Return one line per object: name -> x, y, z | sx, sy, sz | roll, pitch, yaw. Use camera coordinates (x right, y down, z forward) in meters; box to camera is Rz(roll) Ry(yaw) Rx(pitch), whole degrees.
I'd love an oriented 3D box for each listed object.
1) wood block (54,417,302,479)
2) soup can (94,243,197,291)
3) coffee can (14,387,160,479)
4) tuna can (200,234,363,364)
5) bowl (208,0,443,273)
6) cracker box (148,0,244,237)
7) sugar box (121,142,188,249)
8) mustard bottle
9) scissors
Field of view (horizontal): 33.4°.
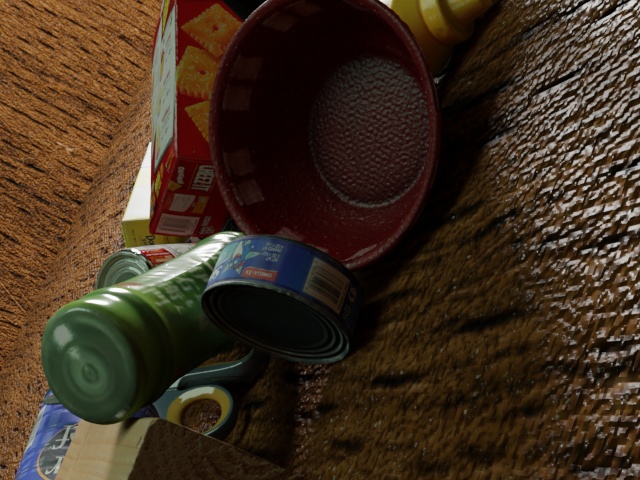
wood block -> -0.099, 0.159, 0.626 | 0.206, 0.090, 0.091 | -20, 46, 66
soup can -> -0.099, 0.036, 0.754 | 0.069, 0.102, 0.068 | 3, 95, 39
coffee can -> -0.178, 0.186, 0.800 | 0.103, 0.102, 0.140 | -51, 20, 37
tuna can -> -0.020, 0.033, 0.587 | 0.086, 0.086, 0.033 | -37, 29, 57
bowl -> 0.012, -0.062, 0.605 | 0.162, 0.055, 0.162 | 5, 98, 38
cracker box -> -0.109, -0.130, 0.955 | 0.164, 0.072, 0.213 | 124, 146, -62
sugar box -> -0.167, -0.027, 1.128 | 0.176, 0.048, 0.093 | -84, -11, -57
mustard bottle -> 0.024, -0.118, 0.678 | 0.192, 0.058, 0.096 | -21, 41, 38
scissors -> -0.124, 0.117, 0.740 | 0.202, 0.016, 0.096 | -23, 41, 22
